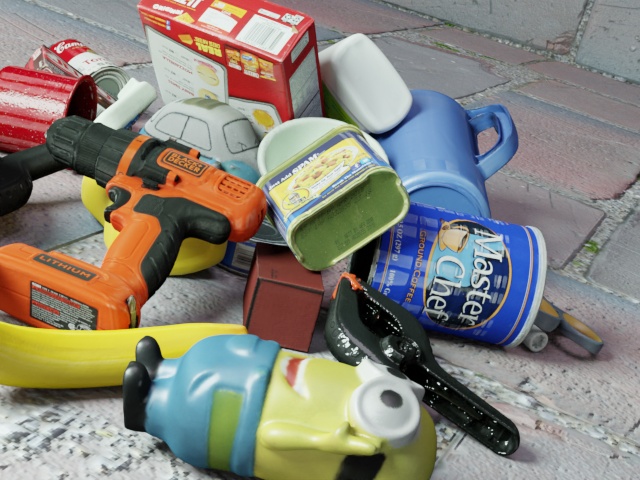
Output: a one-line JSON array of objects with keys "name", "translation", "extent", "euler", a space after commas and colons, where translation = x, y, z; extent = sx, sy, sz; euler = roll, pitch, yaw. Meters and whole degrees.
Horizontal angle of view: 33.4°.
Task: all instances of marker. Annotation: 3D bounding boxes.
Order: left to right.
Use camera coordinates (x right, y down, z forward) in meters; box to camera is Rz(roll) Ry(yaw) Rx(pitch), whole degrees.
[{"name": "marker", "translation": [0.159, 0.061, 0.946], "extent": [0.020, 0.020, 0.121], "euler": [4, 23, -29]}]

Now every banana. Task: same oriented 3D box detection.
[{"name": "banana", "translation": [-0.138, 0.068, 0.647], "extent": [0.197, 0.037, 0.070], "euler": [7, -23, -39]}]

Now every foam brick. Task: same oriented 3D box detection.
[{"name": "foam brick", "translation": [-0.029, 0.041, 0.812], "extent": [0.053, 0.051, 0.078], "euler": [12, 20, -7]}]

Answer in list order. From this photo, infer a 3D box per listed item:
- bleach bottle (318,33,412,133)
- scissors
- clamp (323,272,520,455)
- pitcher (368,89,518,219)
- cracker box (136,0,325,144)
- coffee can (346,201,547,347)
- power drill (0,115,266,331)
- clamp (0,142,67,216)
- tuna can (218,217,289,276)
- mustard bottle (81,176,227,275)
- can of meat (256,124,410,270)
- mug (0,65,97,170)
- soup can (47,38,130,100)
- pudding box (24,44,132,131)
[{"name": "bleach bottle", "translation": [-0.012, -0.137, 1.156], "extent": [0.068, 0.102, 0.251], "euler": [-44, 14, -30]}, {"name": "scissors", "translation": [0.212, 0.061, 0.986], "extent": [0.096, 0.016, 0.201], "euler": [32, 11, 4]}, {"name": "clamp", "translation": [0.061, 0.090, 0.734], "extent": [0.120, 0.039, 0.171], "euler": [13, 36, -32]}, {"name": "pitcher", "translation": [0.114, -0.063, 1.075], "extent": [0.145, 0.149, 0.243], "euler": [17, 23, -6]}, {"name": "cracker box", "translation": [-0.079, -0.150, 1.063], "extent": [0.164, 0.214, 0.072], "euler": [23, 60, 20]}, {"name": "coffee can", "translation": [0.100, 0.025, 0.876], "extent": [0.140, 0.103, 0.103], "euler": [12, 20, -9]}, {"name": "power drill", "translation": [-0.153, -0.013, 0.763], "extent": [0.184, 0.057, 0.187], "euler": [21, 42, 12]}, {"name": "clamp", "translation": [-0.287, -0.054, 0.886], "extent": [0.164, 0.036, 0.210], "euler": [2, 24, 9]}, {"name": "tuna can", "translation": [-0.056, 0.001, 0.926], "extent": [0.086, 0.034, 0.086], "euler": [14, 20, -5]}, {"name": "mustard bottle", "translation": [-0.153, -0.035, 0.917], "extent": [0.096, 0.058, 0.192], "euler": [-1, 24, -26]}, {"name": "can of meat", "translation": [0.009, -0.032, 0.818], "extent": [0.057, 0.102, 0.084], "euler": [56, -1, -32]}, {"name": "mug", "translation": [-0.267, -0.118, 1.030], "extent": [0.081, 0.093, 0.117], "euler": [12, -12, 5]}, {"name": "soup can", "translation": [-0.268, -0.183, 1.217], "extent": [0.068, 0.068, 0.102], "euler": [-3, 28, -42]}, {"name": "pudding box", "translation": [-0.255, -0.150, 1.116], "extent": [0.113, 0.039, 0.090], "euler": [40, 9, -27]}]
